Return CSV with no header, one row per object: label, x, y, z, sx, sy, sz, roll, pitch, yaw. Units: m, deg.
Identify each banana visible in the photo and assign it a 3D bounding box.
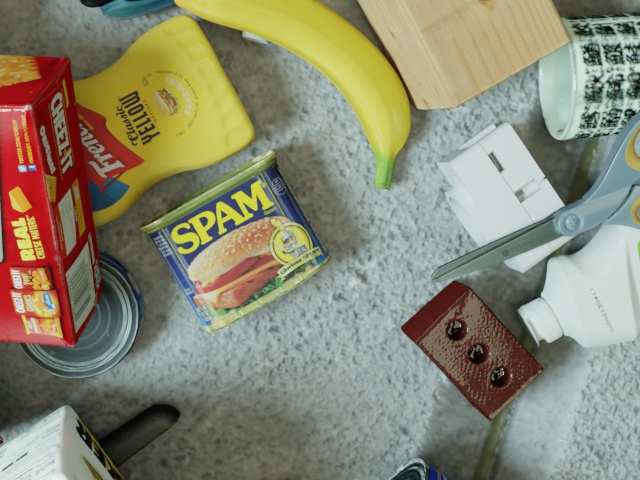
banana,-0.004,-0.120,0.699,0.197,0.037,0.069,41,70,-18

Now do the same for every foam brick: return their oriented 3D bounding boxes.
foam brick,0.103,0.073,0.730,0.053,0.051,0.078,-44,96,-1

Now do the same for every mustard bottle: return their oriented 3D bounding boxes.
mustard bottle,-0.146,-0.063,0.696,0.191,0.058,0.096,-28,95,-2

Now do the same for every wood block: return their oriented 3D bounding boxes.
wood block,0.061,-0.194,0.675,0.090,0.090,0.206,-30,101,-6

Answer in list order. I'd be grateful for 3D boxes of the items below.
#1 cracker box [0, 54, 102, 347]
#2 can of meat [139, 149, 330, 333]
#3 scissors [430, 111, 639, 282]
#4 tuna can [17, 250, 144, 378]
cracker box,-0.246,-0.028,0.632,0.214,0.072,0.164,4,124,8
can of meat,-0.055,0.001,0.710,0.102,0.057,0.084,-30,99,-1
scissors,0.166,-0.033,0.685,0.201,0.016,0.096,-8,106,0
tuna can,-0.162,0.049,0.715,0.086,0.034,0.086,0,95,-5
